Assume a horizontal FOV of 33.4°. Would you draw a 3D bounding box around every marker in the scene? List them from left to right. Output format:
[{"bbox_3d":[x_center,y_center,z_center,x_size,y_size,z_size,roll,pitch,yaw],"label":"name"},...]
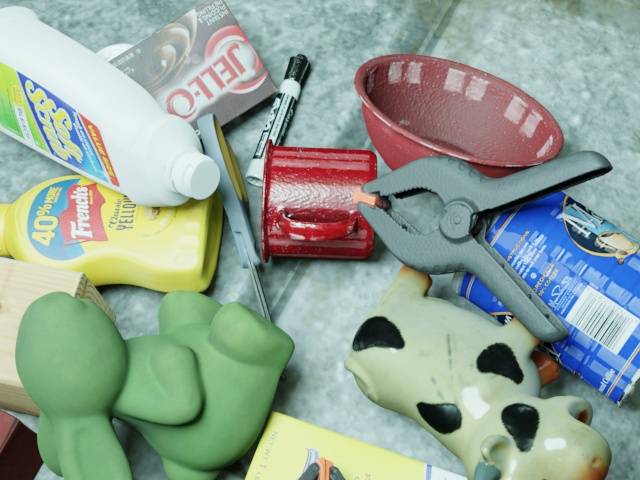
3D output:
[{"bbox_3d":[-0.033,-0.100,0.866,0.020,0.020,0.121,14,68,12],"label":"marker"}]

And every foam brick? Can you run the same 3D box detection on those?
[{"bbox_3d":[-0.232,0.146,0.745,0.051,0.078,0.053,23,70,14],"label":"foam brick"}]

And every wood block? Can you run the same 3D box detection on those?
[{"bbox_3d":[-0.271,0.061,0.781,0.206,0.090,0.090,10,66,11],"label":"wood block"}]

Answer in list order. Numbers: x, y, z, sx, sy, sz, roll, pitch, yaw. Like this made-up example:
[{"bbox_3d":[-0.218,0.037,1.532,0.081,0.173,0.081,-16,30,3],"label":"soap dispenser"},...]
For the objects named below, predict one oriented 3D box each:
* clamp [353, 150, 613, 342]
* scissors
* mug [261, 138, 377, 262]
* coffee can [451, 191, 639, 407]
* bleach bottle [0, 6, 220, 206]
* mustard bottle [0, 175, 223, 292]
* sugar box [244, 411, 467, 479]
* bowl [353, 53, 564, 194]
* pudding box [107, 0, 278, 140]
[{"bbox_3d":[0.099,-0.001,0.693,0.172,0.039,0.120,5,81,33],"label":"clamp"},{"bbox_3d":[-0.055,0.001,0.816,0.016,0.096,0.202,-17,96,3],"label":"scissors"},{"bbox_3d":[0.000,-0.024,0.781,0.081,0.117,0.093,2,106,2],"label":"mug"},{"bbox_3d":[0.177,0.033,0.737,0.140,0.103,0.102,36,74,19],"label":"coffee can"},{"bbox_3d":[-0.168,-0.094,0.795,0.251,0.102,0.068,27,45,37],"label":"bleach bottle"},{"bbox_3d":[-0.175,-0.007,0.818,0.192,0.058,0.096,0,55,7],"label":"mustard bottle"},{"bbox_3d":[0.035,0.187,0.715,0.176,0.048,0.093,15,68,14],"label":"sugar box"},{"bbox_3d":[0.096,-0.079,0.799,0.162,0.055,0.162,12,33,-8],"label":"bowl"},{"bbox_3d":[-0.104,-0.129,0.853,0.113,0.039,0.090,-34,100,-10],"label":"pudding box"}]
